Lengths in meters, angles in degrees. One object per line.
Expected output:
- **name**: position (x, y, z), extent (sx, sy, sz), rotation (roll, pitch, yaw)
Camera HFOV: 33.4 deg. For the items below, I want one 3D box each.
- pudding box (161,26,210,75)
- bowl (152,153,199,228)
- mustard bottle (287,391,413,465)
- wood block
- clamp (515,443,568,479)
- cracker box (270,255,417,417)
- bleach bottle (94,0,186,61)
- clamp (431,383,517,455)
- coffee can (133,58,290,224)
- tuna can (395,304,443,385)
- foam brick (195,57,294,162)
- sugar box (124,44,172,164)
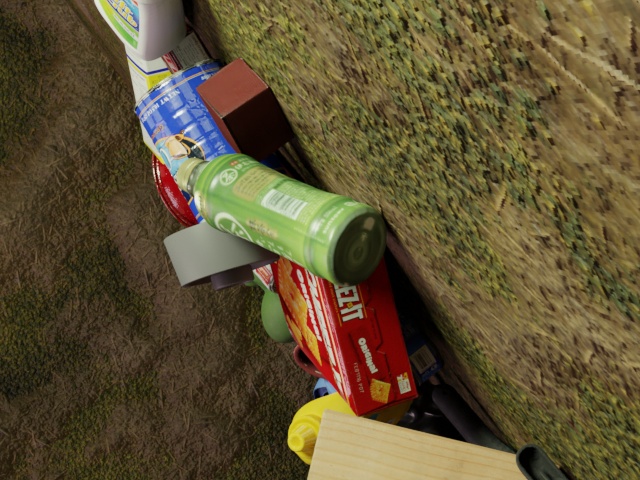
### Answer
- **pudding box**: position (-0.139, -0.185, 1.164), extent (0.113, 0.039, 0.090), rotation (57, 173, -33)
- **bowl**: position (-0.141, -0.092, 1.397), extent (0.055, 0.162, 0.162), rotation (-16, 118, 40)
- **mustard bottle**: position (0.022, 0.182, 1.077), extent (0.058, 0.096, 0.191), rotation (53, -156, 14)
- **wood block**: position (0.094, 0.218, 0.940), extent (0.206, 0.090, 0.091), rotation (12, 168, 6)
- **clamp**: position (0.236, 0.256, 0.844), extent (0.210, 0.036, 0.165), rotation (56, 173, -29)
- **cracker box**: position (0.011, 0.055, 1.048), extent (0.214, 0.072, 0.164), rotation (-140, 33, -69)
- **bleach bottle**: position (-0.168, -0.241, 0.970), extent (0.102, 0.068, 0.251), rotation (53, 172, 0)
- **clamp**: position (0.175, 0.216, 1.076), extent (0.172, 0.039, 0.120), rotation (37, 168, 49)
- **coffee can**: position (-0.107, -0.094, 1.064), extent (0.140, 0.102, 0.103), rotation (60, 175, 3)
- **tuna can**: position (0.091, 0.109, 1.124), extent (0.086, 0.033, 0.086), rotation (52, 174, 7)
- **foam brick**: position (-0.068, -0.115, 0.966), extent (0.053, 0.051, 0.078), rotation (50, 173, 35)
- **sugar box**: position (-0.192, -0.188, 1.250), extent (0.093, 0.048, 0.176), rotation (-135, 36, -55)
